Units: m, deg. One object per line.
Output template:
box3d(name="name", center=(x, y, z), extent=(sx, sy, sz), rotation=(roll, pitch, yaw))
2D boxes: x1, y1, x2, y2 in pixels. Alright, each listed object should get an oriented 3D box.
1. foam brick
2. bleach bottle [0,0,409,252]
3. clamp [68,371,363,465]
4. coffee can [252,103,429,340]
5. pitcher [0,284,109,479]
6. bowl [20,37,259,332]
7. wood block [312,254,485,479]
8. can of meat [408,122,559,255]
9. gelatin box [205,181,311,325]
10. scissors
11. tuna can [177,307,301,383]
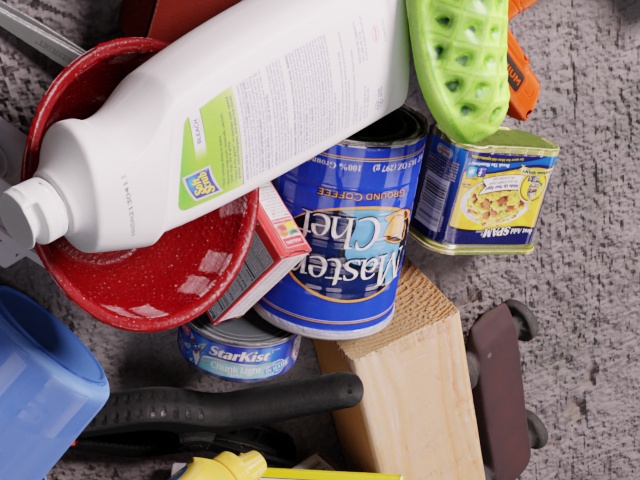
box3d(name="foam brick", center=(-0.079, -0.148, 0.620), extent=(0.052, 0.051, 0.078), rotation=(6, 115, -32))
box3d(name="bleach bottle", center=(-0.056, -0.070, 0.561), extent=(0.250, 0.068, 0.102), rotation=(-33, 128, -36))
box3d(name="clamp", center=(-0.082, 0.125, 0.752), extent=(0.209, 0.036, 0.165), rotation=(7, 150, -25))
box3d(name="coffee can", center=(0.010, -0.019, 0.710), extent=(0.102, 0.103, 0.140), rotation=(-5, 119, -26))
box3d(name="pitcher", center=(-0.240, 0.152, 0.662), extent=(0.243, 0.145, 0.149), rotation=(-47, 166, 0))
box3d(name="bowl", center=(-0.110, -0.030, 0.602), extent=(0.161, 0.055, 0.162), rotation=(0, 90, -46))
box3d(name="wood block", center=(0.061, 0.127, 0.832), extent=(0.090, 0.091, 0.206), rotation=(-23, 127, -14))
box3d(name="can of meat", center=(0.120, -0.038, 0.789), extent=(0.101, 0.057, 0.084), rotation=(0, 115, -29))
box3d(name="gelatin box", center=(-0.055, 0.001, 0.684), extent=(0.030, 0.073, 0.089), rotation=(-15, 158, -44))
box3d(name="scissors", center=(-0.134, -0.082, 0.649), extent=(0.201, 0.016, 0.096), rotation=(16, 124, -23))
box3d(name="tuna can", center=(-0.055, 0.060, 0.733), extent=(0.086, 0.086, 0.034), rotation=(-5, 121, -26))
